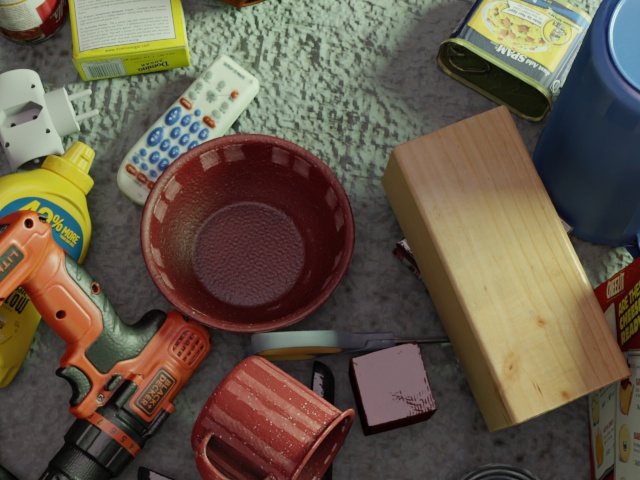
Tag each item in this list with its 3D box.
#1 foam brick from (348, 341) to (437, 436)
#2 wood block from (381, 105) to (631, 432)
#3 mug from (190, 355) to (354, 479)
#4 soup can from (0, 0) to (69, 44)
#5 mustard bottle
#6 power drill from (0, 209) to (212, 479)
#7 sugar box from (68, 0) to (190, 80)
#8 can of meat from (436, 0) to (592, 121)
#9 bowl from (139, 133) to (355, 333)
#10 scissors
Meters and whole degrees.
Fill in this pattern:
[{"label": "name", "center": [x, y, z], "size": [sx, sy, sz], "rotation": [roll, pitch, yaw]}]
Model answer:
[{"label": "foam brick", "center": [0.052, 0.110, 0.787], "size": [0.051, 0.078, 0.053], "rotation": [-14, 76, -3]}, {"label": "wood block", "center": [0.127, 0.022, 0.764], "size": [0.090, 0.091, 0.206], "rotation": [-21, 78, -8]}, {"label": "mug", "center": [-0.041, 0.138, 0.731], "size": [0.081, 0.093, 0.117], "rotation": [33, 34, 16]}, {"label": "soup can", "center": [-0.245, -0.210, 0.855], "size": [0.068, 0.102, 0.068], "rotation": [0, 75, -1]}, {"label": "mustard bottle", "center": [-0.228, 0.008, 0.805], "size": [0.058, 0.096, 0.191], "rotation": [13, 68, 47]}, {"label": "power drill", "center": [-0.189, 0.085, 0.759], "size": [0.187, 0.057, 0.184], "rotation": [47, 65, -24]}, {"label": "sugar box", "center": [-0.165, -0.226, 0.890], "size": [0.093, 0.048, 0.176], "rotation": [-8, 72, -3]}, {"label": "can of meat", "center": [0.160, -0.161, 0.872], "size": [0.102, 0.057, 0.084], "rotation": [31, 75, 7]}, {"label": "bowl", "center": [-0.055, 0.001, 0.821], "size": [0.162, 0.055, 0.162], "rotation": [1, 69, -2]}, {"label": "scissors", "center": [0.030, 0.080, 0.818], "size": [0.201, 0.096, 0.016], "rotation": [4, 76, -32]}]
